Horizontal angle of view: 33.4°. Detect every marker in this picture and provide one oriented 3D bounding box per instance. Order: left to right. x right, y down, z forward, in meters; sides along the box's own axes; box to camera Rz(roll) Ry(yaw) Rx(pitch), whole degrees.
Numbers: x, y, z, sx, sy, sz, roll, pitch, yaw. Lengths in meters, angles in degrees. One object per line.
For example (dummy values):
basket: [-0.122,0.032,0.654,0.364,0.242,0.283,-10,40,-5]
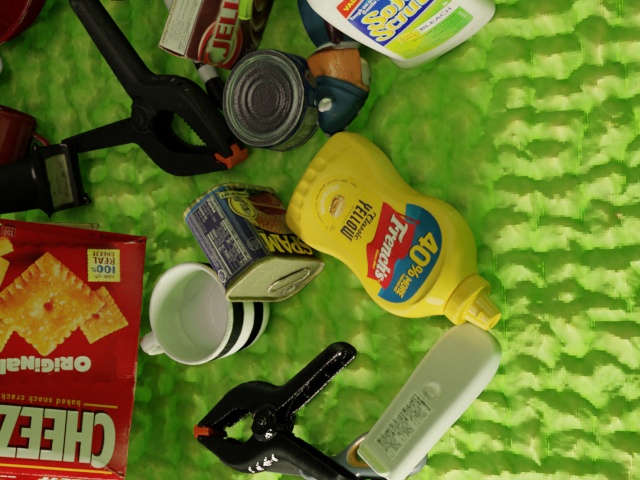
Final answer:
marker: [-0.110,-0.170,0.962,0.020,0.020,0.121,-33,74,27]

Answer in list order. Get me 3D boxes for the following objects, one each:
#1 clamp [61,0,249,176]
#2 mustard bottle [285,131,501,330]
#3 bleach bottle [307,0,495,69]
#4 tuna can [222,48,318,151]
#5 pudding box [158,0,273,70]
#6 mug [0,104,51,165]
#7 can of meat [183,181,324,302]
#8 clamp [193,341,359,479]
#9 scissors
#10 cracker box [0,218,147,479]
clamp: [-0.158,-0.110,0.970,0.210,0.036,0.165,34,130,17]
mustard bottle: [0.064,0.004,0.837,0.192,0.058,0.096,41,111,24]
bleach bottle: [0.032,-0.182,0.744,0.103,0.250,0.068,-28,76,28]
tuna can: [-0.041,-0.120,0.913,0.086,0.033,0.086,0,90,31]
pudding box: [-0.081,-0.204,0.904,0.039,0.089,0.113,24,102,29]
mug: [-0.319,-0.090,1.054,0.117,0.093,0.081,19,96,-1]
can of meat: [-0.056,0.001,0.884,0.057,0.101,0.084,-41,68,22]
clamp: [-0.034,0.163,0.898,0.172,0.039,0.120,-25,55,32]
scissors: [0.003,0.209,0.896,0.202,0.016,0.096,-19,75,29]
cracker box: [-0.240,0.093,0.903,0.072,0.164,0.213,141,134,-64]
